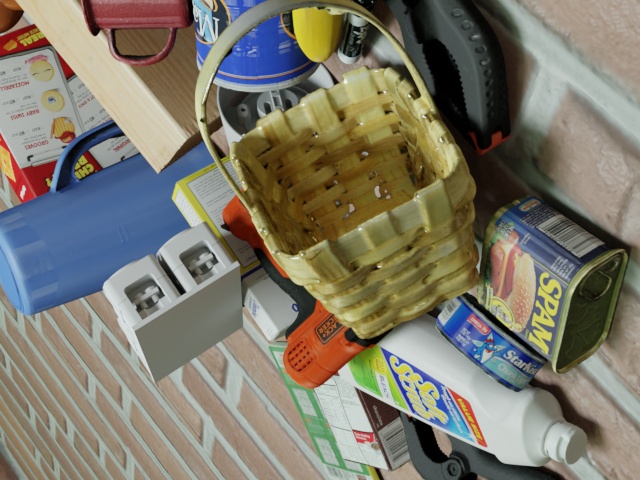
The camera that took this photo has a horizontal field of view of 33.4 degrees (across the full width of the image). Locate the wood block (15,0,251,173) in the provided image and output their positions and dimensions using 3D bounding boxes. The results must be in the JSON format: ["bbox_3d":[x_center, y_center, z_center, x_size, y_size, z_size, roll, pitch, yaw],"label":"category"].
[{"bbox_3d":[-0.167,-0.176,0.955,0.206,0.090,0.090,51,150,-2],"label":"wood block"}]

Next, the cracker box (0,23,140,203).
[{"bbox_3d":[-0.291,-0.137,1.206,0.214,0.164,0.072,62,153,-2],"label":"cracker box"}]

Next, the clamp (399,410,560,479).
[{"bbox_3d":[0.137,0.198,0.942,0.120,0.039,0.171,-47,62,25],"label":"clamp"}]

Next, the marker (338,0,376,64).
[{"bbox_3d":[0.027,-0.159,0.789,0.020,0.020,0.121,57,172,7],"label":"marker"}]

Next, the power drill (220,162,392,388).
[{"bbox_3d":[0.007,0.006,0.919,0.185,0.057,0.188,-44,59,19],"label":"power drill"}]

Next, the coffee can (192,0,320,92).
[{"bbox_3d":[-0.051,-0.202,0.830,0.103,0.102,0.140,37,143,36],"label":"coffee can"}]

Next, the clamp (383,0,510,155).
[{"bbox_3d":[0.072,-0.159,0.740,0.165,0.036,0.210,14,132,65],"label":"clamp"}]

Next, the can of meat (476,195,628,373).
[{"bbox_3d":[0.159,0.029,0.752,0.084,0.057,0.102,41,146,36],"label":"can of meat"}]

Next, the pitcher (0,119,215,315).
[{"bbox_3d":[-0.221,-0.024,1.114,0.149,0.242,0.145,55,153,25],"label":"pitcher"}]

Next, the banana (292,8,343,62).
[{"bbox_3d":[0.003,-0.193,0.745,0.037,0.069,0.198,12,135,8],"label":"banana"}]

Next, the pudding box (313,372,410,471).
[{"bbox_3d":[0.040,0.175,1.090,0.090,0.039,0.113,-3,111,59],"label":"pudding box"}]

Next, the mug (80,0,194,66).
[{"bbox_3d":[-0.144,-0.199,0.858,0.093,0.081,0.117,-90,0,-85],"label":"mug"}]

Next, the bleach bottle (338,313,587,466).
[{"bbox_3d":[0.112,0.117,0.901,0.251,0.068,0.102,23,136,45],"label":"bleach bottle"}]

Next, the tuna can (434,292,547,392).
[{"bbox_3d":[0.129,0.077,0.814,0.086,0.034,0.086,37,-172,-6],"label":"tuna can"}]

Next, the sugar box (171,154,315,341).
[{"bbox_3d":[-0.057,0.001,1.030,0.176,0.093,0.048,57,156,9],"label":"sugar box"}]
